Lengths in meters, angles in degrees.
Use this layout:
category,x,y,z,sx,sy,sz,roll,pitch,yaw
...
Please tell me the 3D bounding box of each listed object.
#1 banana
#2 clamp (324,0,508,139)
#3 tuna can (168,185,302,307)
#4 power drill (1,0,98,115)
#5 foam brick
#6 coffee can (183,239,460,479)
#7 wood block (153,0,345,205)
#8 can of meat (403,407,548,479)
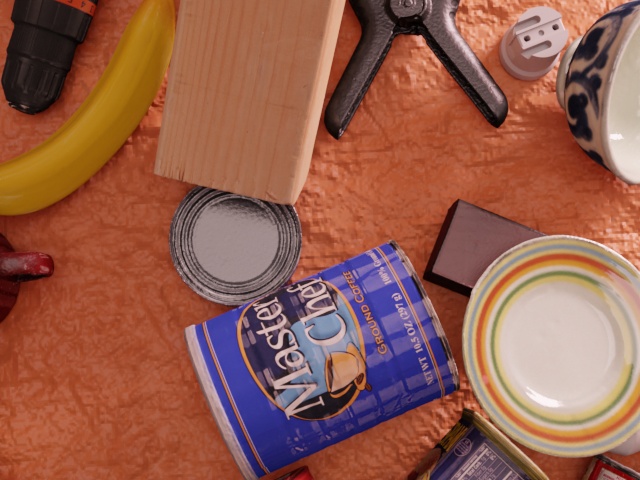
category,x,y,z,sx,sy,sz,roll,pitch,yaw
banana,-0.157,-0.077,0.695,0.197,0.069,0.037,-43,46,-11
clamp,0.049,-0.146,0.715,0.120,0.039,0.171,-11,77,-6
tuna can,-0.055,0.001,0.698,0.086,0.034,0.086,0,83,0
power drill,-0.225,-0.189,0.670,0.187,0.057,0.184,17,89,-35
foam brick,0.112,0.014,0.688,0.078,0.053,0.051,22,83,2
coffee can,0.000,0.073,0.656,0.140,0.103,0.103,-23,84,-3
wood block,-0.034,-0.138,0.645,0.091,0.090,0.206,13,111,2
can of meat,0.084,0.152,0.648,0.057,0.102,0.084,43,87,6
